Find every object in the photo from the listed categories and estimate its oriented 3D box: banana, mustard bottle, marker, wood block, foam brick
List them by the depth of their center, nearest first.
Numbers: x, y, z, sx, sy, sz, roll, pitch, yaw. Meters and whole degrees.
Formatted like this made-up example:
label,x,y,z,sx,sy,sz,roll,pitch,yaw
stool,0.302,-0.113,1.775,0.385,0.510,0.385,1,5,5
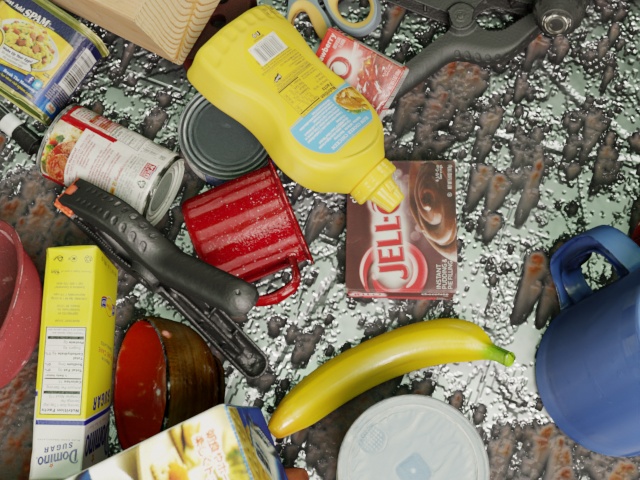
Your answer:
label,x,y,z,sx,sy,sz,roll,pitch,yaw
banana,0.049,0.101,0.841,0.198,0.069,0.037,-20,110,3
mustard bottle,-0.008,-0.095,0.843,0.191,0.058,0.096,44,52,3
wood block,-0.189,-0.237,0.883,0.206,0.090,0.091,28,85,22
foam brick,-0.085,-0.178,0.915,0.053,0.051,0.078,6,77,2
marker,-0.284,-0.114,0.919,0.121,0.020,0.020,40,80,9

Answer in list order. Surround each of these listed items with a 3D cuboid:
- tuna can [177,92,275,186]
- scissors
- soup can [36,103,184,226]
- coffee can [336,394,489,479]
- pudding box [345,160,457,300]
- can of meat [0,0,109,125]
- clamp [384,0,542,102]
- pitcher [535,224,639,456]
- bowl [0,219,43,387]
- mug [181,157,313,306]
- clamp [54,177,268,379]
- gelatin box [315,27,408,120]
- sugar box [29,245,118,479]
label,x,y,z,sx,sy,sz,roll,pitch,yaw
tuna can,-0.076,-0.088,0.902,0.086,0.034,0.086,0,76,1
scissors,-0.009,-0.242,0.937,0.096,0.016,0.202,-20,76,17
soup can,-0.171,-0.061,0.880,0.102,0.068,0.068,27,78,6
coffee can,0.063,0.171,0.782,0.103,0.140,0.103,0,76,1
pudding box,0.066,-0.008,0.878,0.090,0.039,0.113,0,76,2
can of meat,-0.247,-0.160,0.911,0.102,0.057,0.084,34,81,9
clamp,0.113,-0.194,0.924,0.171,0.039,0.120,-16,82,0
pitcher,0.236,0.069,0.752,0.149,0.243,0.145,19,75,4
bowl,-0.267,0.066,0.833,0.162,0.055,0.162,-23,50,31
mug,-0.056,0.001,0.850,0.081,0.093,0.117,-23,64,0
clamp,-0.120,0.026,0.827,0.210,0.164,0.036,34,69,22
gelatin box,0.021,-0.122,0.894,0.073,0.030,0.089,30,105,6
sugar box,-0.188,0.099,0.828,0.048,0.093,0.176,-2,77,0
